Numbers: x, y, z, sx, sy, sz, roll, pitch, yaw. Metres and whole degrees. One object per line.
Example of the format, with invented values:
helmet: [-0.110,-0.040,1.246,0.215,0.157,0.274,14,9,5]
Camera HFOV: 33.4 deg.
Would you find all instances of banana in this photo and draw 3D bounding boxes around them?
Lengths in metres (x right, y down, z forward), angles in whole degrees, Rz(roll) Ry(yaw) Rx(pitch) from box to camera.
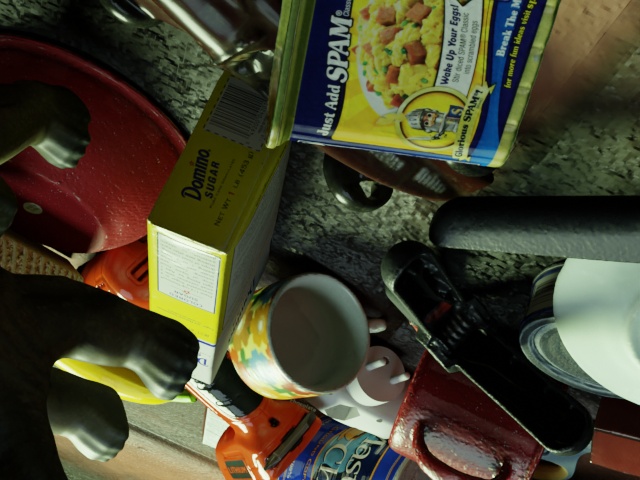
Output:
banana: [-0.193,0.084,0.869,0.197,0.037,0.070,35,132,-23]

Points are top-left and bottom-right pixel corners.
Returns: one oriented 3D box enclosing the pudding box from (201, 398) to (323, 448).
pudding box: [-0.050,0.151,0.873,0.090,0.039,0.114,22,150,3]

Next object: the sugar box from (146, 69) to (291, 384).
sugar box: [-0.054,0.001,0.556,0.048,0.093,0.176,23,152,1]

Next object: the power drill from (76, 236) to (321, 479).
power drill: [-0.099,0.085,0.730,0.187,0.057,0.185,46,155,-8]

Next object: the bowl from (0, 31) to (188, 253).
bowl: [-0.150,-0.040,0.597,0.162,0.055,0.162,18,152,10]

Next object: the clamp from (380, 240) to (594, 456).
clamp: [0.062,0.038,0.525,0.120,0.039,0.171,52,175,-12]

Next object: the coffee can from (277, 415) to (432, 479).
coffee can: [0.047,0.182,0.765,0.102,0.102,0.141,39,157,-27]

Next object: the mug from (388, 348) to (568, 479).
mug: [0.087,0.106,0.619,0.081,0.117,0.093,23,122,10]

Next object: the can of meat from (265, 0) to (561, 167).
can of meat: [0.030,-0.076,0.359,0.084,0.057,0.102,7,130,-6]
